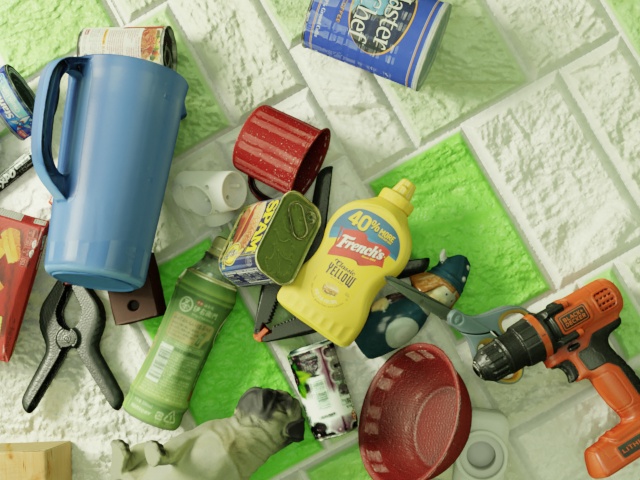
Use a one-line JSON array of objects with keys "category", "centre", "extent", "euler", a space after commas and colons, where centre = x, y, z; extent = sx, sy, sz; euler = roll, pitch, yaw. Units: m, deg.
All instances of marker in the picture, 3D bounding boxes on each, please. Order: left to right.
[{"category": "marker", "centre": [-0.375, -0.073, 1.268], "extent": [0.121, 0.020, 0.020], "euler": [-38, 83, 2]}]

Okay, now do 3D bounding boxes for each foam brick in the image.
[{"category": "foam brick", "centre": [-0.213, 0.054, 1.225], "extent": [0.053, 0.051, 0.078], "euler": [-15, 84, 5]}]

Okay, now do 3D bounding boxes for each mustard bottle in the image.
[{"category": "mustard bottle", "centre": [0.044, 0.014, 1.163], "extent": [0.096, 0.058, 0.191], "euler": [34, 83, 13]}]

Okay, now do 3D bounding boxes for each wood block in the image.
[{"category": "wood block", "centre": [-0.334, 0.335, 1.199], "extent": [0.090, 0.091, 0.206], "euler": [-3, 86, 6]}]

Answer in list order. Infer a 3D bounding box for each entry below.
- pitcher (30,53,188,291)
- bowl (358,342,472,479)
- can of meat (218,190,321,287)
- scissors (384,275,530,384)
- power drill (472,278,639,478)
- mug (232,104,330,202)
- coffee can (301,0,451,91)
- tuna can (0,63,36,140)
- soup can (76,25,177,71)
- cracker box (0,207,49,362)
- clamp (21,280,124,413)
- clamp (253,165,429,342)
[{"category": "pitcher", "centre": [-0.234, -0.075, 1.157], "extent": [0.149, 0.145, 0.243], "euler": [8, 77, -3]}, {"category": "bowl", "centre": [0.112, 0.195, 1.151], "extent": [0.055, 0.162, 0.162], "euler": [22, 88, -31]}, {"category": "can of meat", "centre": [-0.058, 0.001, 1.168], "extent": [0.057, 0.084, 0.102], "euler": [38, 63, -28]}, {"category": "scissors", "centre": [0.164, 0.075, 1.162], "extent": [0.096, 0.016, 0.201], "euler": [-47, 108, -11]}, {"category": "power drill", "centre": [0.278, 0.156, 1.147], "extent": [0.184, 0.057, 0.187], "euler": [-28, 86, -9]}, {"category": "mug", "centre": [-0.049, -0.092, 1.206], "extent": [0.081, 0.093, 0.117], "euler": [27, 126, 12]}, {"category": "coffee can", "centre": [0.062, -0.239, 1.189], "extent": [0.140, 0.103, 0.103], "euler": [22, 89, 7]}, {"category": "tuna can", "centre": [-0.354, -0.161, 1.239], "extent": [0.034, 0.086, 0.086], "euler": [-30, 83, 2]}, {"category": "soup can", "centre": [-0.223, -0.214, 1.237], "extent": [0.102, 0.068, 0.068], "euler": [0, 86, 7]}, {"category": "cracker box", "centre": [-0.432, 0.030, 1.203], "extent": [0.213, 0.072, 0.164], "euler": [16, 94, -13]}, {"category": "clamp", "centre": [-0.296, 0.121, 1.237], "extent": [0.120, 0.039, 0.171], "euler": [-11, 79, 1]}, {"category": "clamp", "centre": [-0.005, 0.029, 1.211], "extent": [0.210, 0.036, 0.164], "euler": [-39, 82, -1]}]
